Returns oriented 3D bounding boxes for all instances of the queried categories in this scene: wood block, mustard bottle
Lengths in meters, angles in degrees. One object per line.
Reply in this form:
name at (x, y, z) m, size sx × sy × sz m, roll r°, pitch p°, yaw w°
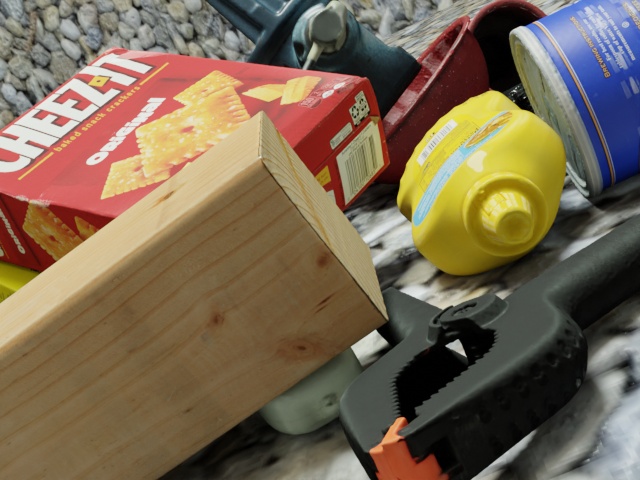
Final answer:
wood block at (-0.082, 0.045, 0.483) m, size 0.206 × 0.090 × 0.091 m, roll -35°, pitch 17°, yaw 10°
mustard bottle at (0.090, -0.029, 0.588) m, size 0.096 × 0.058 × 0.191 m, roll -48°, pitch 9°, yaw 10°

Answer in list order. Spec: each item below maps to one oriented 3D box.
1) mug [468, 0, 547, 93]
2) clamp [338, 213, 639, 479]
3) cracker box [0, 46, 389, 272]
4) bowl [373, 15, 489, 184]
mug at (0.173, -0.168, 0.987) m, size 0.117 × 0.093 × 0.082 m, roll 2°, pitch 0°, yaw -14°
clamp at (0.072, 0.037, 0.413) m, size 0.165 × 0.036 × 0.209 m, roll -23°, pitch 9°, yaw 22°
cracker box at (-0.092, -0.044, 0.639) m, size 0.214 × 0.072 × 0.164 m, roll 13°, pitch 44°, yaw 34°
bowl at (0.084, -0.099, 0.850) m, size 0.162 × 0.055 × 0.162 m, roll -50°, pitch 8°, yaw 10°
